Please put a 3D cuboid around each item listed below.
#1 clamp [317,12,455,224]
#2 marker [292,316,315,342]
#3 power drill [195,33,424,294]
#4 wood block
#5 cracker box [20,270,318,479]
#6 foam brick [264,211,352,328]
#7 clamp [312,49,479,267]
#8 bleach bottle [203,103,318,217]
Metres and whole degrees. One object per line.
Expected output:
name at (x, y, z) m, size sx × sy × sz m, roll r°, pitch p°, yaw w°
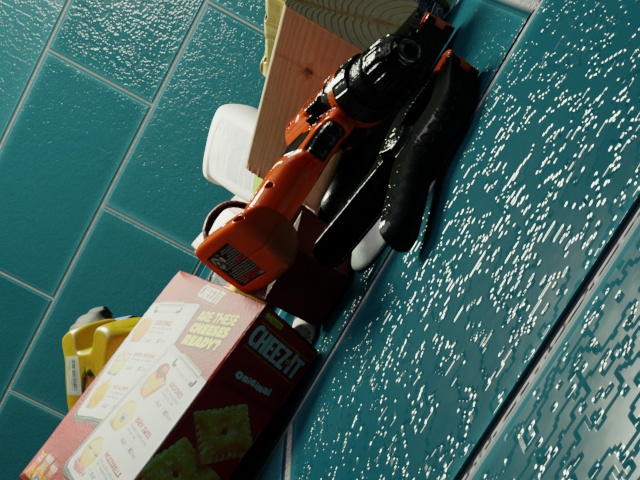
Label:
clamp at (0.052, -0.100, 0.934) m, size 0.210 × 0.036 × 0.164 m, roll -61°, pitch 1°, yaw -9°
marker at (-0.009, 0.049, 0.887) m, size 0.020 × 0.020 × 0.121 m, roll -59°, pitch 8°, yaw 23°
power drill at (-0.007, -0.056, 0.790) m, size 0.187 × 0.057 × 0.185 m, roll -56°, pitch 9°, yaw -27°
wood block at (0.005, -0.136, 0.977) m, size 0.090 × 0.091 × 0.206 m, roll -51°, pitch -12°, yaw -38°
cracker box at (-0.119, 0.137, 0.821) m, size 0.213 × 0.072 × 0.164 m, roll -53°, pitch 29°, yaw -13°
foam brick at (-0.008, 0.023, 0.848) m, size 0.053 × 0.051 × 0.078 m, roll -59°, pitch 8°, yaw 22°
clamp at (0.054, -0.052, 0.726) m, size 0.120 × 0.039 × 0.171 m, roll -18°, pitch 38°, yaw 55°
bleach bottle at (-0.050, -0.070, 1.153) m, size 0.251 × 0.068 × 0.103 m, roll 40°, pitch 122°, yaw 56°
